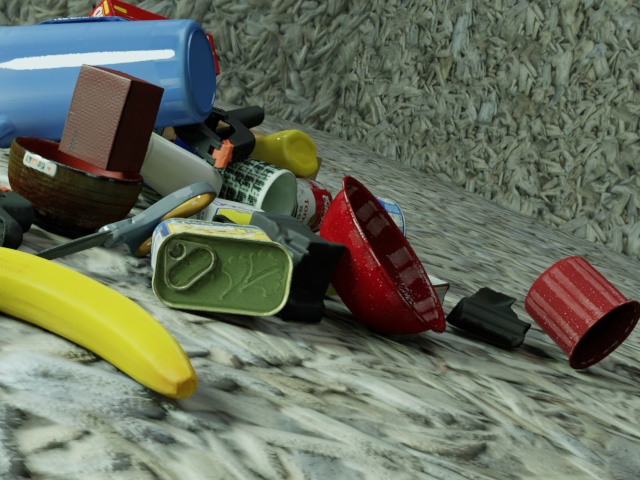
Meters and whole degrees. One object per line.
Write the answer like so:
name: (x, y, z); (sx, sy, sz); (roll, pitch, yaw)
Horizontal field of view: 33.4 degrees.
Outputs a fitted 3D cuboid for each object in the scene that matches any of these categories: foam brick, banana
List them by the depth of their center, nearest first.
banana: (-0.153, 0.042, 0.616); (0.198, 0.037, 0.069); (20, 26, 10)
foam brick: (-0.173, -0.101, 0.883); (0.053, 0.078, 0.051); (23, 11, 22)

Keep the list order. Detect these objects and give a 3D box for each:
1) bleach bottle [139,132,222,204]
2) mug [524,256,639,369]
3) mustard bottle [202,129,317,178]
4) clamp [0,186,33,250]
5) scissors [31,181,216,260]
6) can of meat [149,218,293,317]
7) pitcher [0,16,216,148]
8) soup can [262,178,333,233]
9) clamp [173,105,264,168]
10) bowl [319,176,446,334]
bleach bottle: (-0.183, -0.086, 1.051); (0.103, 0.068, 0.250); (26, -3, 18)
mug: (0.263, 0.077, 1.091); (0.093, 0.117, 0.082); (-28, 54, -17)
mustard bottle: (-0.107, -0.097, 1.348); (0.192, 0.058, 0.096); (-7, -4, 24)
clamp: (-0.246, -0.019, 0.769); (0.120, 0.039, 0.171); (22, 9, 8)
scissors: (-0.164, 0.003, 0.839); (0.201, 0.096, 0.016); (-28, 77, -42)
can of meat: (-0.080, 0.017, 0.817); (0.102, 0.057, 0.084); (6, 10, -14)
pitcher: (-0.239, -0.180, 1.144); (0.243, 0.149, 0.145); (-3, 1, 13)
soup can: (-0.035, -0.042, 1.286); (0.069, 0.068, 0.102); (23, 10, 23)
clamp: (-0.117, -0.132, 1.219); (0.164, 0.036, 0.210); (11, 23, -27)
bowl: (0.045, 0.024, 0.940); (0.162, 0.055, 0.162); (52, 15, -21)
